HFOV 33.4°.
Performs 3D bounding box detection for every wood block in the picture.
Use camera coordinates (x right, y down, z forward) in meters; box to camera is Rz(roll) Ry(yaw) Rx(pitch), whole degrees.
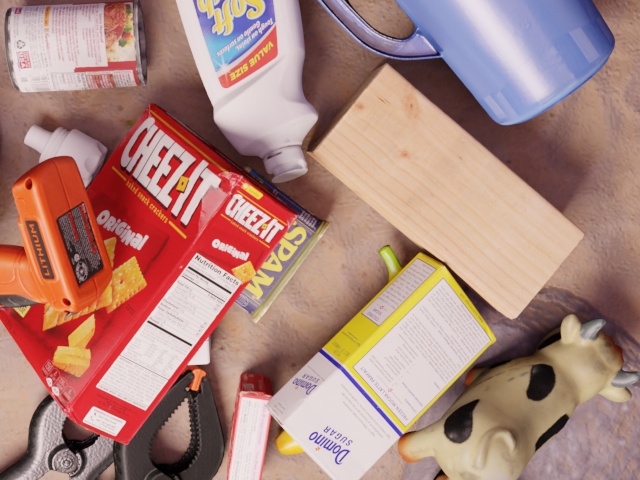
[{"bbox_3d":[0.097,-0.039,0.863,0.206,0.091,0.090,39,91,-6],"label":"wood block"}]

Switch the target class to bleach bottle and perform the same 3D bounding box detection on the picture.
[{"bbox_3d":[-0.053,-0.169,0.824,0.102,0.068,0.251,-18,81,4],"label":"bleach bottle"}]

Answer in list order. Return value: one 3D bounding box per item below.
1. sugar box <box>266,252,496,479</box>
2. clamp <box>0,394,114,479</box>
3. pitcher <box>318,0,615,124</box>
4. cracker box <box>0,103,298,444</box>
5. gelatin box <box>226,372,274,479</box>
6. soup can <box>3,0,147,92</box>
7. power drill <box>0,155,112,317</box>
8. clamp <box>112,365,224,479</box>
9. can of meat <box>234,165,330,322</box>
[{"bbox_3d":[0.049,0.104,0.848,0.176,0.048,0.093,-42,119,-6],"label":"sugar box"},{"bbox_3d":[-0.221,0.181,0.880,0.120,0.039,0.171,17,89,-24],"label":"clamp"},{"bbox_3d":[0.099,-0.202,0.790,0.243,0.149,0.144,52,52,-10],"label":"pitcher"},{"bbox_3d":[-0.140,0.019,0.812,0.072,0.164,0.214,35,92,-42],"label":"cracker box"},{"bbox_3d":[-0.059,0.160,0.876,0.030,0.073,0.089,8,94,-4],"label":"gelatin box"},{"bbox_3d":[-0.191,-0.153,0.844,0.102,0.068,0.068,-4,95,-3],"label":"soup can"},{"bbox_3d":[-0.250,-0.009,0.750,0.188,0.057,0.184,-7,111,25],"label":"power drill"},{"bbox_3d":[-0.144,0.202,0.878,0.164,0.036,0.210,11,92,-25],"label":"clamp"},{"bbox_3d":[-0.056,0.001,0.873,0.084,0.057,0.102,37,91,-4],"label":"can of meat"}]
